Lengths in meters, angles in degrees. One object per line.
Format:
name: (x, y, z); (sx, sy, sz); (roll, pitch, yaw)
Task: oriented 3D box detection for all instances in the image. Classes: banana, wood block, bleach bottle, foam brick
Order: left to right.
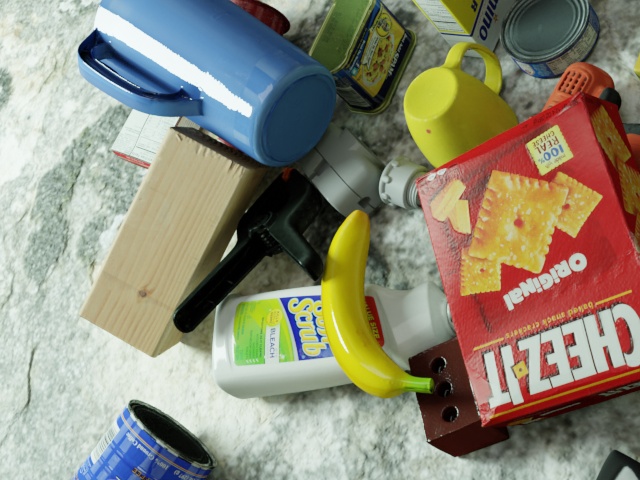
wood block: (-0.145, -0.001, 1.055); (0.091, 0.090, 0.206); (29, 99, 5)
bleach bottle: (0.022, 0.078, 0.958); (0.251, 0.068, 0.102); (-13, 59, 28)
banana: (0.035, 0.060, 0.899); (0.069, 0.037, 0.198); (-19, 53, -1)
foam brick: (0.112, 0.128, 0.870); (0.053, 0.051, 0.078); (-28, 53, 23)

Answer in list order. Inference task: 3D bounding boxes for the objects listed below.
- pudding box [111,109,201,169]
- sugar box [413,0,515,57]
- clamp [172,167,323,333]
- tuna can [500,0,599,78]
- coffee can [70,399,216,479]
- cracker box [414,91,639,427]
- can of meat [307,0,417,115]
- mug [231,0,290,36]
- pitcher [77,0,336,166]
pudding box: (-0.182, -0.135, 1.240); (0.090, 0.039, 0.113); (22, 82, 41)
sugar box: (0.121, -0.253, 0.983); (0.048, 0.176, 0.093); (15, 77, 43)
clamp: (-0.057, 0.001, 1.016); (0.165, 0.036, 0.210); (-26, 26, 23)
tuna can: (0.211, -0.193, 0.980); (0.086, 0.033, 0.086); (-17, 57, 29)
coffee can: (-0.179, 0.235, 0.995); (0.140, 0.102, 0.103); (-53, 47, 1)
cracker box: (0.175, 0.019, 0.816); (0.164, 0.071, 0.214); (-27, 68, 36)
can of meat: (0.041, -0.191, 1.072); (0.058, 0.083, 0.102); (16, 77, 41)
mug: (-0.095, -0.213, 1.188); (0.117, 0.093, 0.081); (-2, 69, 55)
pitcher: (-0.110, -0.167, 1.043); (0.243, 0.144, 0.149); (36, 94, 31)
